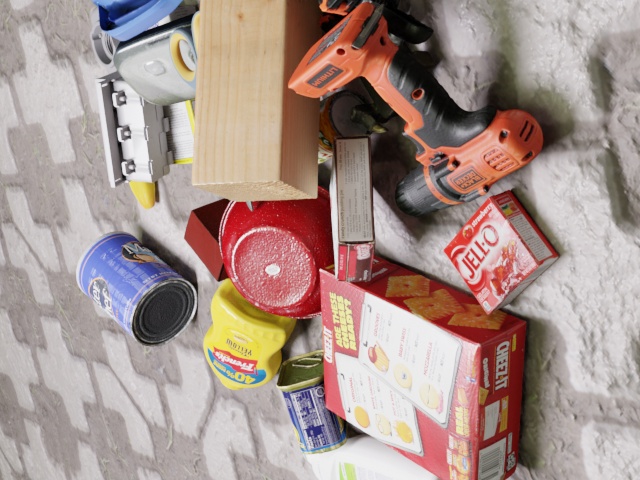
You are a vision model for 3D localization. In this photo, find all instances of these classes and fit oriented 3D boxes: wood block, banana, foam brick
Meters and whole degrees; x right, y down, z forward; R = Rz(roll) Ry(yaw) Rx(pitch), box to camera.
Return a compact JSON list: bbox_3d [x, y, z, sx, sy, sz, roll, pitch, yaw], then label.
[{"bbox_3d":[-0.056,-0.145,0.978,0.090,0.090,0.206,-1,83,22],"label":"wood block"},{"bbox_3d":[-0.228,-0.131,1.355,0.070,0.037,0.198,45,138,32],"label":"banana"},{"bbox_3d":[-0.117,-0.001,1.258,0.078,0.052,0.051,50,141,26],"label":"foam brick"}]

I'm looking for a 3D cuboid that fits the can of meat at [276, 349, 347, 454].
[{"bbox_3d":[-0.006,0.177,1.167,0.102,0.057,0.084,-78,-29,-78],"label":"can of meat"}]

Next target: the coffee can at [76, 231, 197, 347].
[{"bbox_3d":[-0.245,0.063,1.417,0.140,0.102,0.103,34,132,39],"label":"coffee can"}]

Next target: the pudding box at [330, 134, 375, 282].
[{"bbox_3d":[0.031,-0.029,0.996,0.090,0.039,0.113,92,174,-66],"label":"pudding box"}]

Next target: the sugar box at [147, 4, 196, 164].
[{"bbox_3d":[-0.162,-0.178,1.238,0.094,0.048,0.176,1,104,53],"label":"sugar box"}]

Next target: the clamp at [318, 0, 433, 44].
[{"bbox_3d":[0.051,-0.201,0.920,0.172,0.039,0.120,-30,47,58],"label":"clamp"}]

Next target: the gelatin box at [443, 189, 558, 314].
[{"bbox_3d":[0.153,0.011,0.925,0.073,0.030,0.089,57,143,17],"label":"gelatin box"}]

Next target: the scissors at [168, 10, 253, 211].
[{"bbox_3d":[-0.110,-0.131,1.070,0.096,0.016,0.202,14,118,45],"label":"scissors"}]

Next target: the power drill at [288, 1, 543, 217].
[{"bbox_3d":[0.068,-0.101,0.893,0.187,0.057,0.185,36,149,-14],"label":"power drill"}]

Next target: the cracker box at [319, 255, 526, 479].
[{"bbox_3d":[0.094,0.122,1.025,0.214,0.071,0.164,25,125,46],"label":"cracker box"}]

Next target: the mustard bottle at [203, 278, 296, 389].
[{"bbox_3d":[-0.091,0.125,1.265,0.096,0.058,0.192,26,143,5],"label":"mustard bottle"}]

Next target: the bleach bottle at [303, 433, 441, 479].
[{"bbox_3d":[0.063,0.247,1.136,0.251,0.067,0.102,9,115,53],"label":"bleach bottle"}]

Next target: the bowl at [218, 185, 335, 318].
[{"bbox_3d":[-0.040,0.018,1.098,0.162,0.055,0.162,7,114,17],"label":"bowl"}]
